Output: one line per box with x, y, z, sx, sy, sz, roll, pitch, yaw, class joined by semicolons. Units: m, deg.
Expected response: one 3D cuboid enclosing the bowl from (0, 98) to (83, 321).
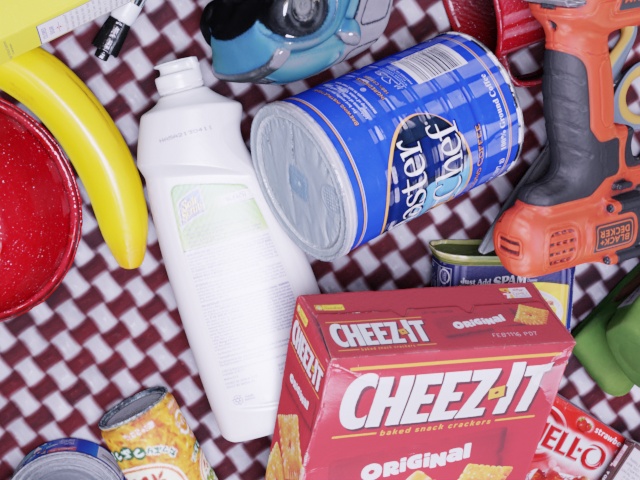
-0.236;-0.013;0.673;0.162;0.055;0.162;1;107;3;bowl

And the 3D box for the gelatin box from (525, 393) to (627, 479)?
0.174;0.155;0.783;0.089;0.030;0.073;33;93;-12;gelatin box

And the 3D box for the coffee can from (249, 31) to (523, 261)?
0.041;-0.061;0.671;0.140;0.103;0.103;-26;102;-26;coffee can

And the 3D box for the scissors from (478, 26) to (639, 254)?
0.184;-0.064;0.735;0.096;0.016;0.201;26;81;-18;scissors

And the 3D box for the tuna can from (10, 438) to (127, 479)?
-0.175;0.182;0.739;0.086;0.034;0.086;-1;99;-7;tuna can

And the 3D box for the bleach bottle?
-0.055;0.001;0.713;0.102;0.068;0.251;-16;98;-8;bleach bottle

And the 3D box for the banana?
-0.170;-0.070;0.701;0.070;0.037;0.197;-40;101;19;banana

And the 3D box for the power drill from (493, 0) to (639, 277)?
0.189;-0.078;0.667;0.184;0.057;0.188;-14;112;-31;power drill

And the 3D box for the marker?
-0.116;-0.172;0.698;0.020;0.020;0.121;28;95;-11;marker

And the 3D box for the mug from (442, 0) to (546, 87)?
0.135;-0.159;0.701;0.081;0.093;0.117;-20;111;-9;mug

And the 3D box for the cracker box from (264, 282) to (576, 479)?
0.054;0.135;0.688;0.164;0.072;0.214;-2;125;-21;cracker box

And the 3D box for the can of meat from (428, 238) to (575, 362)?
0.126;0.045;0.746;0.102;0.057;0.084;0;101;-7;can of meat
